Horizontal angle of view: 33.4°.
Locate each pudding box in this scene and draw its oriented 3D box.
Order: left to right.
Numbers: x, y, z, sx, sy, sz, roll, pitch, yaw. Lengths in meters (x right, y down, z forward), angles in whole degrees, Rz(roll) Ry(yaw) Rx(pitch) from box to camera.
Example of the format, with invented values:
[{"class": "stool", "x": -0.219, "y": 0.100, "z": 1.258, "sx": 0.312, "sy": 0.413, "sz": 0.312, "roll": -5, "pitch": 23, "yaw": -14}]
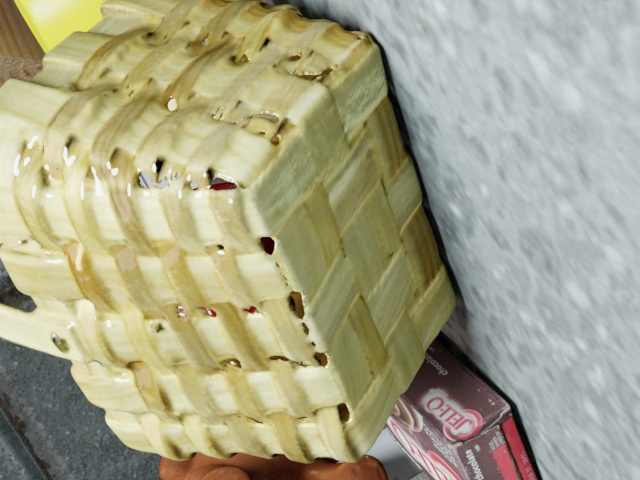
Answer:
[{"class": "pudding box", "x": 0.063, "y": 0.093, "z": 0.539, "sx": 0.114, "sy": 0.039, "sz": 0.090, "roll": 45, "pitch": 164, "yaw": 54}]
